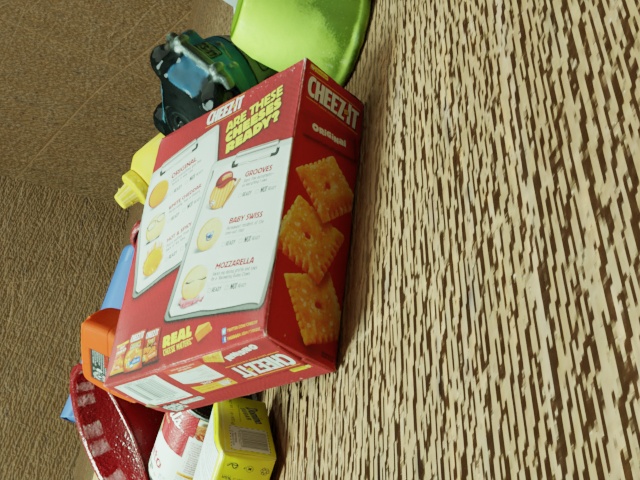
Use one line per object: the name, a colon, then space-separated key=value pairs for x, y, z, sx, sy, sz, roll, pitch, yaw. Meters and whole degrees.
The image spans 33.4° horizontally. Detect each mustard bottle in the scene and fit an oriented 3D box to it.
mustard bottle: x=-0.151 y=-0.102 z=1.191 sx=0.191 sy=0.058 sz=0.096 roll=-42 pitch=-10 yaw=-16

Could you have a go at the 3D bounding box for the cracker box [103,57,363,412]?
cracker box: x=-0.056 y=0.001 z=0.744 sx=0.164 sy=0.072 sz=0.213 roll=-22 pitch=48 yaw=39

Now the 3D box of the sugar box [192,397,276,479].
sugar box: x=-0.077 y=0.212 z=0.785 sx=0.093 sy=0.048 sz=0.176 roll=-112 pitch=35 yaw=-72

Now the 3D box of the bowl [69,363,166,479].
bowl: x=-0.173 y=0.180 z=0.987 sx=0.162 sy=0.055 sz=0.162 roll=37 pitch=138 yaw=44

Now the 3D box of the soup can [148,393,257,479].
soup can: x=-0.098 y=0.160 z=0.881 sx=0.068 sy=0.068 sz=0.102 roll=-93 pitch=21 yaw=-54

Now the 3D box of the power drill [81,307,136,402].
power drill: x=-0.132 y=0.032 z=0.915 sx=0.187 sy=0.057 sz=0.184 roll=-57 pitch=-14 yaw=-37
